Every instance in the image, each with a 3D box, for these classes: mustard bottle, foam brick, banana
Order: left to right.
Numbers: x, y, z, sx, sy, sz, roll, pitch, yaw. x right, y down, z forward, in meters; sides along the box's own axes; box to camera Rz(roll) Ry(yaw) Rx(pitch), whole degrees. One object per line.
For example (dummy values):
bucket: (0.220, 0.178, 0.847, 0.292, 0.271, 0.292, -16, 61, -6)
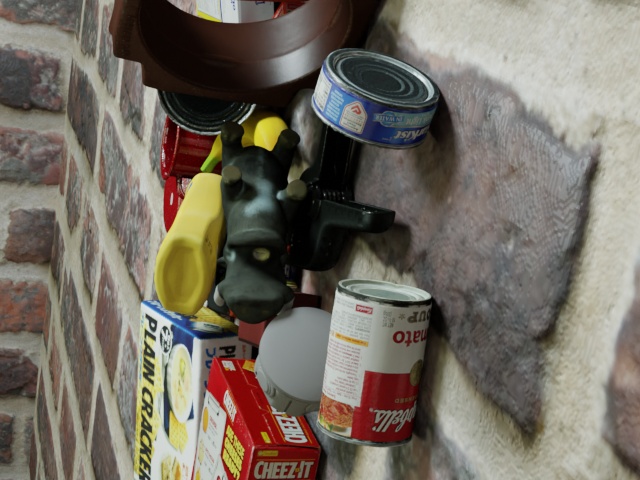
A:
mustard bottle: (-0.121, -0.015, 1.094, 0.191, 0.058, 0.096, -79, -3, -58)
banana: (-0.069, -0.103, 1.098, 0.198, 0.037, 0.069, -2, 71, 65)
foam brick: (-0.038, 0.071, 0.970, 0.078, 0.053, 0.051, -176, 90, -69)

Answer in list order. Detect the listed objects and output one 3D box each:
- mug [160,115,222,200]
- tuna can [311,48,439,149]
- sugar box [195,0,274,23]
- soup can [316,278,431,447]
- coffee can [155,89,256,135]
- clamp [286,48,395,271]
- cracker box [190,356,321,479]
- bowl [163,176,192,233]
mug: (-0.133, -0.098, 1.213, 0.093, 0.081, 0.117, 149, 126, -67)
tuna can: (0.039, -0.100, 0.743, 0.086, 0.086, 0.034, -112, 34, -50)
sugar box: (-0.095, -0.277, 1.145, 0.176, 0.048, 0.093, -140, 45, -61)
soup can: (0.037, 0.083, 0.738, 0.069, 0.068, 0.102, -150, 66, -68)
coffee can: (-0.119, -0.167, 1.092, 0.140, 0.102, 0.103, -126, 43, -74)
clamp: (0.010, -0.029, 0.878, 0.210, 0.036, 0.164, 115, 153, -48)
cracker box: (-0.069, 0.241, 0.996, 0.164, 0.072, 0.214, -129, 47, -61)
bowl: (-0.159, -0.051, 1.321, 0.162, 0.055, 0.162, -177, 90, -70)
